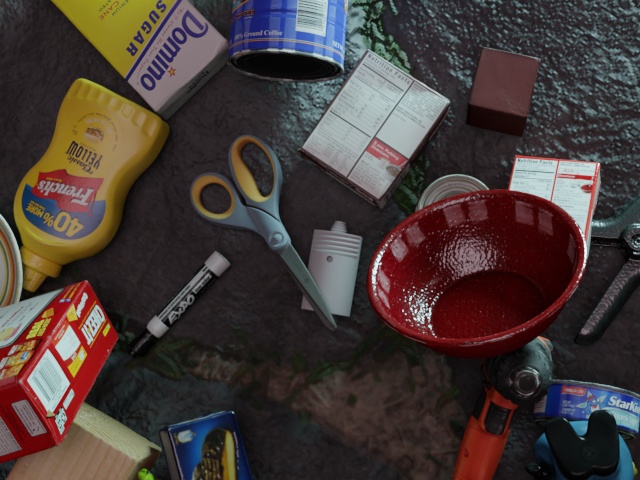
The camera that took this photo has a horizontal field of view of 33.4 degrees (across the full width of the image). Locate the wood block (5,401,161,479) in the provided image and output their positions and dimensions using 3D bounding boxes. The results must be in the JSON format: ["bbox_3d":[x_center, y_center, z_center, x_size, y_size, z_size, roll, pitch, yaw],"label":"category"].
[{"bbox_3d":[-0.233,0.250,0.914,0.090,0.091,0.206,29,88,8],"label":"wood block"}]

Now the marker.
[{"bbox_3d":[-0.128,0.059,0.958,0.020,0.020,0.121,43,90,8],"label":"marker"}]

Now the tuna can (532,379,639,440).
[{"bbox_3d":[0.219,0.140,0.878,0.086,0.086,0.034,9,76,7],"label":"tuna can"}]

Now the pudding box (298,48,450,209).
[{"bbox_3d":[0.048,-0.099,0.946,0.090,0.039,0.113,35,87,9],"label":"pudding box"}]

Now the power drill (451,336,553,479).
[{"bbox_3d":[0.136,0.159,0.848,0.057,0.184,0.188,19,96,7],"label":"power drill"}]

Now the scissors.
[{"bbox_3d":[-0.056,0.001,0.937,0.096,0.016,0.202,-21,69,12],"label":"scissors"}]

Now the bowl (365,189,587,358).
[{"bbox_3d":[0.118,0.034,0.789,0.162,0.055,0.162,-13,40,11],"label":"bowl"}]

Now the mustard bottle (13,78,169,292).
[{"bbox_3d":[-0.220,-0.042,0.958,0.096,0.058,0.191,27,88,9],"label":"mustard bottle"}]

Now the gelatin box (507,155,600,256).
[{"bbox_3d":[0.195,-0.028,0.904,0.073,0.030,0.089,6,57,19],"label":"gelatin box"}]

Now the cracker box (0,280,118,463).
[{"bbox_3d":[-0.291,0.126,0.876,0.214,0.164,0.072,-19,112,15],"label":"cracker box"}]

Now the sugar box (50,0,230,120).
[{"bbox_3d":[-0.171,-0.205,0.975,0.093,0.048,0.176,-44,81,0],"label":"sugar box"}]

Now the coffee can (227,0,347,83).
[{"bbox_3d":[-0.025,-0.219,0.933,0.103,0.103,0.140,4,85,6],"label":"coffee can"}]

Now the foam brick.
[{"bbox_3d":[0.156,-0.127,0.917,0.051,0.078,0.053,14,86,8],"label":"foam brick"}]

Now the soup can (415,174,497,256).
[{"bbox_3d":[0.113,-0.016,0.898,0.068,0.102,0.068,-1,84,6],"label":"soup can"}]
